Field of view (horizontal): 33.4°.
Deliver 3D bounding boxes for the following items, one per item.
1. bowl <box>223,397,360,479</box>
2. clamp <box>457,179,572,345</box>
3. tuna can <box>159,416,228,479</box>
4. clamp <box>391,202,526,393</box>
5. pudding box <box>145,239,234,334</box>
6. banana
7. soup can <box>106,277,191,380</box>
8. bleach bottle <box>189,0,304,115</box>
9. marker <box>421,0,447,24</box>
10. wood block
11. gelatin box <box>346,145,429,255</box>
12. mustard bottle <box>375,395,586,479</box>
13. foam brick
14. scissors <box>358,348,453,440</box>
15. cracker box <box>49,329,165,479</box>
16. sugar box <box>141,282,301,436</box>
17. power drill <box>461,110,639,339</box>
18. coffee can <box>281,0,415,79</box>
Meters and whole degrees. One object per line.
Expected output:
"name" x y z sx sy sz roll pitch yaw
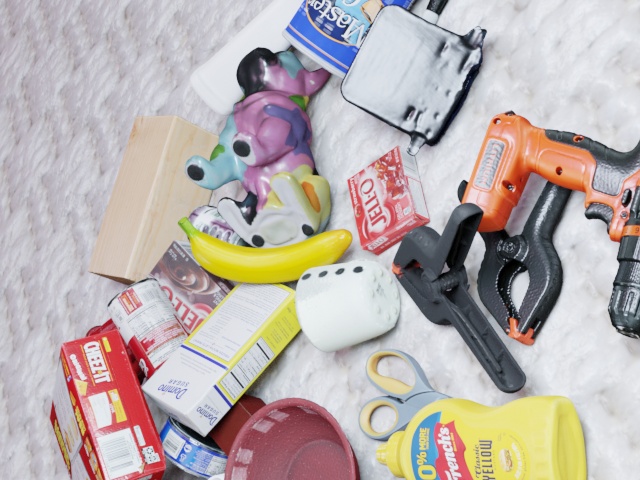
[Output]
"bowl" -0.017 0.234 1.023 0.162 0.055 0.162 -13 69 36
"clamp" 0.168 0.007 0.950 0.120 0.039 0.171 -7 65 45
"tuna can" -0.131 0.220 1.137 0.086 0.086 0.034 32 95 49
"clamp" 0.110 0.028 0.944 0.210 0.036 0.164 -143 37 -66
"pudding box" -0.150 0.068 1.233 0.113 0.039 0.090 46 108 22
"banana" -0.058 0.015 1.120 0.198 0.069 0.037 3 42 20
"soup can" -0.185 0.101 1.191 0.069 0.068 0.102 -42 73 26
"bleach bottle" -0.041 -0.256 1.251 0.251 0.068 0.102 -41 4 25
"marker" 0.104 -0.212 1.132 0.020 0.020 0.121 32 97 49
"wood block" -0.202 -0.043 1.328 0.091 0.090 0.206 5 76 48
"gelatin box" 0.068 -0.040 1.085 0.073 0.030 0.089 -33 51 33
"mustard bottle" 0.125 0.180 0.896 0.192 0.058 0.096 -9 84 43
"foam brick" -0.074 0.200 1.111 0.078 0.051 0.053 40 102 48
"scissors" 0.100 0.164 0.969 0.202 0.016 0.096 32 98 49
"cracker box" -0.235 0.218 1.165 0.164 0.072 0.214 65 154 23
"sugar box" -0.097 0.117 1.126 0.176 0.048 0.093 -49 36 -18
"power drill" 0.213 -0.026 0.876 0.188 0.057 0.184 15 79 32
"coffee can" 0.038 -0.254 1.158 0.140 0.102 0.103 -55 42 13
